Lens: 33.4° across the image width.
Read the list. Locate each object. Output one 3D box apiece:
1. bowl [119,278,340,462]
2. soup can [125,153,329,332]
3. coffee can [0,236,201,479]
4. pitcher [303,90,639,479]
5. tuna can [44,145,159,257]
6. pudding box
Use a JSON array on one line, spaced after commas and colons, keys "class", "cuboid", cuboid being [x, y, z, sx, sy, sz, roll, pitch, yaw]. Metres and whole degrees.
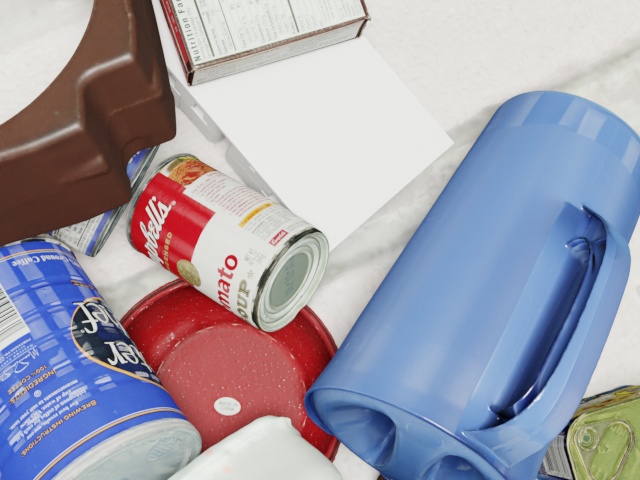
[{"class": "bowl", "cuboid": [-0.057, 0.097, 0.641, 0.162, 0.055, 0.162, 1, 83, -10]}, {"class": "soup can", "cuboid": [-0.054, 0.001, 0.625, 0.102, 0.068, 0.068, 30, 77, 25]}, {"class": "coffee can", "cuboid": [-0.144, 0.082, 0.576, 0.102, 0.103, 0.140, -34, 63, -13]}, {"class": "pitcher", "cuboid": [0.109, 0.029, 0.618, 0.149, 0.145, 0.242, 19, 63, 26]}, {"class": "tuna can", "cuboid": [-0.127, -0.034, 0.628, 0.033, 0.086, 0.086, 29, 79, -8]}, {"class": "pudding box", "cuboid": [-0.038, -0.149, 0.619, 0.113, 0.039, 0.090, -18, 87, -10]}]
